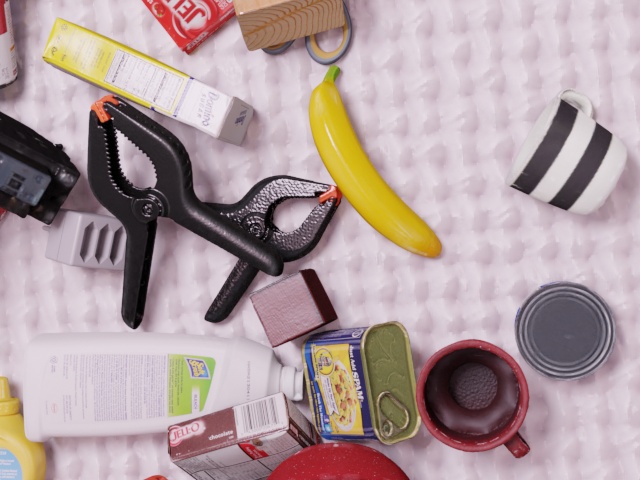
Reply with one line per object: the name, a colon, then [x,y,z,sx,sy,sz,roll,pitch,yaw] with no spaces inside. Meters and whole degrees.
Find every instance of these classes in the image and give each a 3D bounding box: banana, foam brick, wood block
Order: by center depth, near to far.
wood block: [-0.051,-0.284,0.922,0.091,0.090,0.206,-15,80,1]
banana: [0.040,-0.064,0.941,0.069,0.037,0.198,-27,87,-31]
foam brick: [-0.023,0.059,0.945,0.051,0.078,0.053,-26,84,8]

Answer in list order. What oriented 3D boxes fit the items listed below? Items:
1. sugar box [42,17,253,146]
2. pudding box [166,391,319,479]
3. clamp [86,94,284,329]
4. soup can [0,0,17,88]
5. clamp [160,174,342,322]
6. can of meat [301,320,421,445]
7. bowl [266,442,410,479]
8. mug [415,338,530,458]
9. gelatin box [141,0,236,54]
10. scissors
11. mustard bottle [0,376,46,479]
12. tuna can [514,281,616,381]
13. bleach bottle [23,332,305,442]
sugar box: [-0.151,-0.140,0.955,0.176,0.093,0.048,22,94,7]
pudding box: [-0.066,0.180,0.943,0.113,0.090,0.039,-17,56,12]
clamp: [-0.150,-0.024,0.936,0.165,0.036,0.210,-28,103,20]
soup can: [-0.316,-0.194,0.973,0.068,0.068,0.102,6,120,8]
clamp: [-0.056,0.001,0.970,0.172,0.039,0.120,-17,95,15]
can of meat: [0.034,0.125,0.929,0.084,0.057,0.102,-11,88,47]
bowl: [0.015,0.220,0.924,0.162,0.162,0.055,-7,52,9]
mug: [0.139,0.137,0.918,0.093,0.081,0.117,-43,84,7]
gelatin box: [-0.124,-0.228,0.981,0.073,0.030,0.089,-38,85,7]
scissors: [0.017,-0.247,0.967,0.096,0.016,0.202,36,95,5]
mustard bottle: [-0.305,0.223,0.999,0.096,0.058,0.191,2,91,17]
tuna can: [0.212,0.078,0.931,0.086,0.033,0.086,0,90,9]
bleach bottle: [-0.139,0.135,0.972,0.251,0.068,0.102,1,96,6]
